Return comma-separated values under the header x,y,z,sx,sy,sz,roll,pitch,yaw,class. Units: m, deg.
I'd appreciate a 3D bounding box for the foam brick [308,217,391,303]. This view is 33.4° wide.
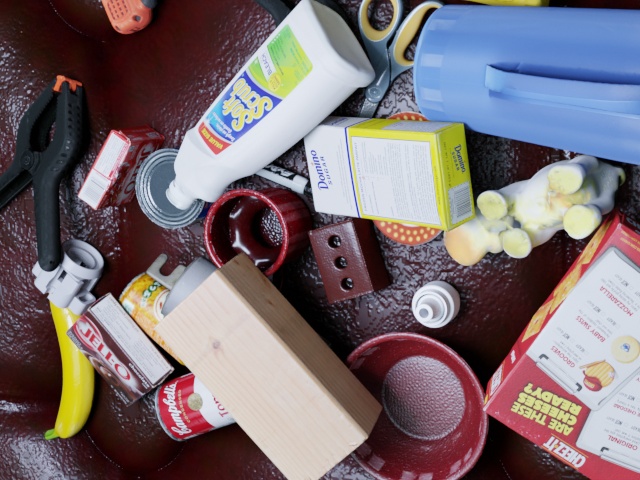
x,y,z,sx,sy,sz,roll,pitch,yaw,class
0.029,0.018,1.073,0.053,0.051,0.078,-16,92,24,foam brick

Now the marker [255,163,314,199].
x,y,z,sx,sy,sz,roll,pitch,yaw,class
-0.042,-0.067,1.106,0.121,0.020,0.020,24,107,17,marker

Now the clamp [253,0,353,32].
x,y,z,sx,sy,sz,roll,pitch,yaw,class
-0.025,-0.225,1.062,0.120,0.039,0.171,-11,95,26,clamp

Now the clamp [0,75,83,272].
x,y,z,sx,sy,sz,roll,pitch,yaw,class
-0.309,-0.077,1.188,0.165,0.036,0.210,34,102,34,clamp

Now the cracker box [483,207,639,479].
x,y,z,sx,sy,sz,roll,pitch,yaw,class
0.274,0.104,0.963,0.164,0.072,0.214,32,110,2,cracker box

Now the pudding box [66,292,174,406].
x,y,z,sx,sy,sz,roll,pitch,yaw,class
-0.222,0.121,1.175,0.113,0.039,0.090,49,146,-2,pudding box

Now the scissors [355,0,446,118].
x,y,z,sx,sy,sz,roll,pitch,yaw,class
0.044,-0.165,1.050,0.096,0.016,0.202,42,113,0,scissors

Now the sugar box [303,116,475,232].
x,y,z,sx,sy,sz,roll,pitch,yaw,class
0.061,-0.066,1.005,0.177,0.048,0.093,13,118,49,sugar box

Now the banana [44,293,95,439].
x,y,z,sx,sy,sz,roll,pitch,yaw,class
-0.291,0.150,1.237,0.070,0.037,0.198,11,103,20,banana

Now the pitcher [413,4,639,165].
x,y,z,sx,sy,sz,roll,pitch,yaw,class
0.203,-0.139,0.914,0.243,0.149,0.145,12,63,29,pitcher

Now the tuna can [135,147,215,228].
x,y,z,sx,sy,sz,roll,pitch,yaw,class
-0.153,-0.057,1.146,0.086,0.033,0.086,4,100,22,tuna can

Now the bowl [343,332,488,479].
x,y,z,sx,sy,sz,roll,pitch,yaw,class
0.095,0.165,1.067,0.162,0.055,0.162,4,100,22,bowl

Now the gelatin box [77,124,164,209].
x,y,z,sx,sy,sz,roll,pitch,yaw,class
-0.212,-0.079,1.146,0.030,0.073,0.089,36,110,12,gelatin box

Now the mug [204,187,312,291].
x,y,z,sx,sy,sz,roll,pitch,yaw,class
-0.057,0.001,1.090,0.093,0.081,0.117,-8,95,24,mug

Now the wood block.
x,y,z,sx,sy,sz,roll,pitch,yaw,class
-0.047,0.123,1.016,0.091,0.090,0.206,-42,89,17,wood block

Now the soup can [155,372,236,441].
x,y,z,sx,sy,sz,roll,pitch,yaw,class
-0.117,0.170,1.151,0.102,0.068,0.068,-22,90,24,soup can

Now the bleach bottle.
x,y,z,sx,sy,sz,roll,pitch,yaw,class
-0.063,-0.113,1.041,0.251,0.067,0.103,-43,55,27,bleach bottle
